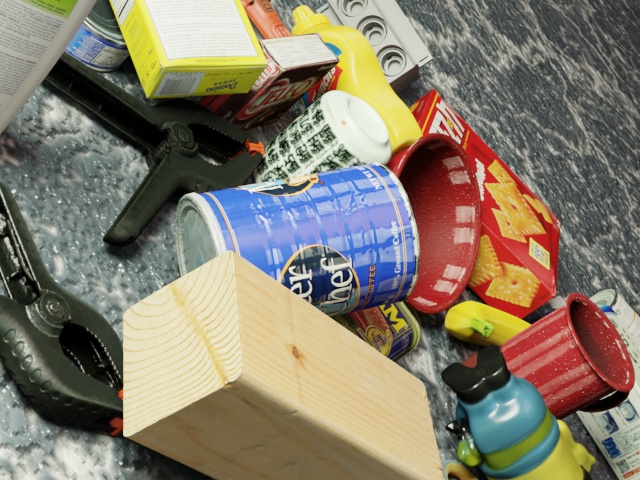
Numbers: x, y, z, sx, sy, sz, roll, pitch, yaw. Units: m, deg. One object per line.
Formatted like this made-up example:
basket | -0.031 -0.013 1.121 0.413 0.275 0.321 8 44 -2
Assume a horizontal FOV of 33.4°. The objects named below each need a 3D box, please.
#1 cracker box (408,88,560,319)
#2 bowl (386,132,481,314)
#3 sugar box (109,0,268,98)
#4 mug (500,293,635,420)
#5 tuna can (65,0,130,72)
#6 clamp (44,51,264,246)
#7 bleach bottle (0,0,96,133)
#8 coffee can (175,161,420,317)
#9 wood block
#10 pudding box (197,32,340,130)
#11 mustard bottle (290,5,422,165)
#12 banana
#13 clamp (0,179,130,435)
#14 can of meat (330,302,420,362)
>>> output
cracker box | 0.157 -0.039 1.113 0.213 0.072 0.164 45 30 -11
bowl | 0.084 -0.016 0.962 0.161 0.055 0.162 -5 97 -52
sugar box | -0.117 -0.195 0.828 0.093 0.048 0.176 -8 64 -36
mug | 0.215 0.111 0.915 0.117 0.082 0.093 36 34 -26
tuna can | -0.180 -0.176 0.835 0.086 0.034 0.086 34 34 -28
clamp | -0.113 -0.060 0.799 0.209 0.036 0.164 9 52 -51
bleach bottle | -0.166 -0.146 0.601 0.102 0.251 0.068 16 46 -46
coffee can | -0.017 0.007 0.733 0.140 0.103 0.103 -11 62 -21
wood block | -0.018 0.104 0.669 0.205 0.090 0.091 38 32 -41
pudding box | -0.045 -0.136 0.921 0.039 0.090 0.113 53 29 3
mustard bottle | 0.021 -0.145 1.015 0.058 0.096 0.192 -12 66 -35
banana | 0.166 0.088 1.007 0.070 0.037 0.197 37 10 32
clamp | -0.166 0.038 0.619 0.171 0.039 0.120 47 34 -21
can of meat | 0.018 0.061 0.830 0.102 0.058 0.083 55 33 7
